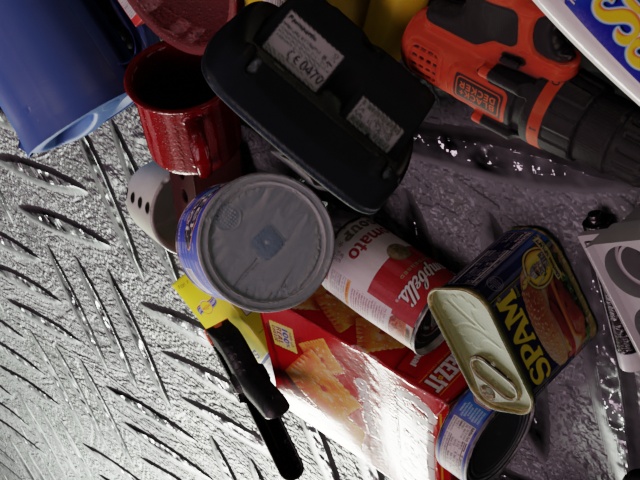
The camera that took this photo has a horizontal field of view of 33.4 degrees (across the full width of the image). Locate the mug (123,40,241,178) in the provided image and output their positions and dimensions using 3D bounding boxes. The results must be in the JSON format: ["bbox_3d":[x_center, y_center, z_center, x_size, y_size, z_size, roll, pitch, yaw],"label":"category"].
[{"bbox_3d":[-0.106,-0.101,0.881,0.081,0.093,0.117,84,167,-50],"label":"mug"}]

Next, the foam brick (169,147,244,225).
[{"bbox_3d":[-0.101,-0.047,0.957,0.053,0.051,0.078,26,128,51],"label":"foam brick"}]

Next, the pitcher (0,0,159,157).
[{"bbox_3d":[-0.261,-0.211,0.966,0.243,0.149,0.145,59,165,-5],"label":"pitcher"}]

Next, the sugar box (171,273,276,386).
[{"bbox_3d":[-0.073,0.094,1.099,0.176,0.048,0.093,54,150,-2],"label":"sugar box"}]

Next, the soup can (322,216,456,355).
[{"bbox_3d":[0.056,0.034,0.833,0.102,0.068,0.068,34,146,29],"label":"soup can"}]

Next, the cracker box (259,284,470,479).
[{"bbox_3d":[0.047,0.127,0.941,0.214,0.072,0.164,29,144,34],"label":"cracker box"}]

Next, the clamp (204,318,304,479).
[{"bbox_3d":[-0.062,0.146,1.012,0.172,0.039,0.120,-128,25,-49],"label":"clamp"}]

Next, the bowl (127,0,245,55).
[{"bbox_3d":[-0.099,-0.221,0.785,0.162,0.055,0.162,35,146,28],"label":"bowl"}]

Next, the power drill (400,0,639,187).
[{"bbox_3d":[0.126,-0.129,0.571,0.185,0.057,0.188,32,144,26],"label":"power drill"}]

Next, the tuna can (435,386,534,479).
[{"bbox_3d":[0.129,0.150,0.839,0.034,0.086,0.086,31,145,35],"label":"tuna can"}]

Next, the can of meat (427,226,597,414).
[{"bbox_3d":[0.133,0.052,0.729,0.058,0.083,0.102,-2,120,55],"label":"can of meat"}]

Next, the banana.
[{"bbox_3d":[0.041,-0.167,0.633,0.037,0.069,0.198,52,170,24],"label":"banana"}]

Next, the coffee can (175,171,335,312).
[{"bbox_3d":[-0.056,0.001,0.842,0.103,0.102,0.140,57,168,-8],"label":"coffee can"}]
